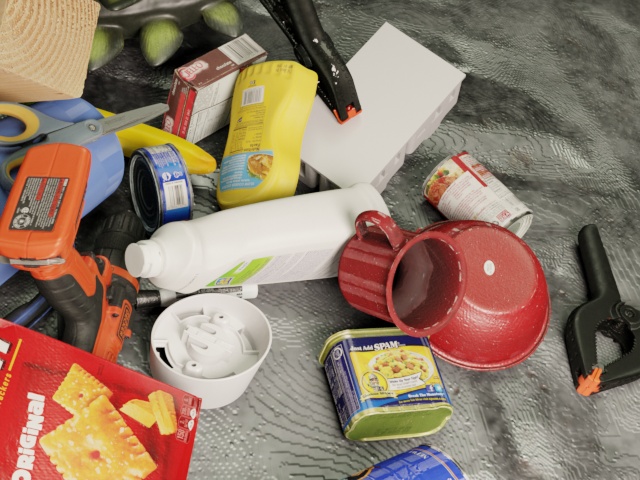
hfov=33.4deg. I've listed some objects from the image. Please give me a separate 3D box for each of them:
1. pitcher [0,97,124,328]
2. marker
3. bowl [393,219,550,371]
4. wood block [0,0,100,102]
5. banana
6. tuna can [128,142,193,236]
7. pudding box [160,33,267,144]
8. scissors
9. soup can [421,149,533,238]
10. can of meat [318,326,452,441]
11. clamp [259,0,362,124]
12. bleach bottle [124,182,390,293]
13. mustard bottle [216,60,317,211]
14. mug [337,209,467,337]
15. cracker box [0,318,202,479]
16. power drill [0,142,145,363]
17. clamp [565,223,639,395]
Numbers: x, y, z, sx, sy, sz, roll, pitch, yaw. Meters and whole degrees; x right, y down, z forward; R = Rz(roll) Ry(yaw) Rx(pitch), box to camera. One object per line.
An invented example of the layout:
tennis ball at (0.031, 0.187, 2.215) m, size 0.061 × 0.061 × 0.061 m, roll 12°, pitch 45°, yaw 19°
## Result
pitcher at (-0.278, -0.024, 0.922) m, size 0.145 × 0.149 × 0.242 m, roll 22°, pitch 40°, yaw 22°
marker at (-0.117, 0.049, 0.976) m, size 0.121 × 0.020 × 0.020 m, roll -5°, pitch 51°, yaw -23°
bowl at (0.152, 0.039, 1.009) m, size 0.162 × 0.055 × 0.162 m, roll 6°, pitch 61°, yaw -11°
wood block at (-0.303, -0.176, 0.948) m, size 0.090 × 0.207 × 0.090 m, roll 20°, pitch 77°, yaw -50°
banana at (-0.200, -0.103, 1.059) m, size 0.197 × 0.037 × 0.069 m, roll 17°, pitch 12°, yaw -11°
tuna can at (-0.151, -0.047, 1.005) m, size 0.033 × 0.086 × 0.086 m, roll -13°, pitch 55°, yaw -27°
pudding box at (-0.112, -0.154, 1.114) m, size 0.039 × 0.090 × 0.113 m, roll 41°, pitch 48°, yaw 16°
scissors at (-0.218, -0.105, 0.924) m, size 0.096 × 0.016 × 0.201 m, roll 43°, pitch 41°, yaw -3°
soup can at (0.165, -0.037, 1.122) m, size 0.068 × 0.069 × 0.102 m, roll -26°, pitch 62°, yaw -36°
can of meat at (0.059, 0.127, 0.943) m, size 0.102 × 0.057 × 0.084 m, roll -1°, pitch 51°, yaw -21°
clamp at (-0.008, -0.195, 1.054) m, size 0.039 × 0.120 × 0.171 m, roll -35°, pitch 98°, yaw -4°
bleach bottle at (-0.056, 0.001, 0.948) m, size 0.250 × 0.103 × 0.068 m, roll -6°, pitch 62°, yaw -43°
mustard bottle at (-0.059, -0.076, 1.045) m, size 0.058 × 0.096 × 0.191 m, roll 22°, pitch 73°, yaw -42°
mug at (0.064, 0.022, 0.942) m, size 0.093 × 0.117 × 0.082 m, roll -43°, pitch 32°, yaw -22°
cracker box at (-0.203, 0.157, 0.778) m, size 0.213 × 0.072 × 0.164 m, roll 25°, pitch 46°, yaw -17°
power drill at (-0.192, 0.009, 0.867) m, size 0.057 × 0.187 × 0.184 m, roll -1°, pitch 53°, yaw 9°
clamp at (0.316, 0.085, 1.086) m, size 0.164 × 0.036 × 0.209 m, roll 27°, pitch 48°, yaw 6°
